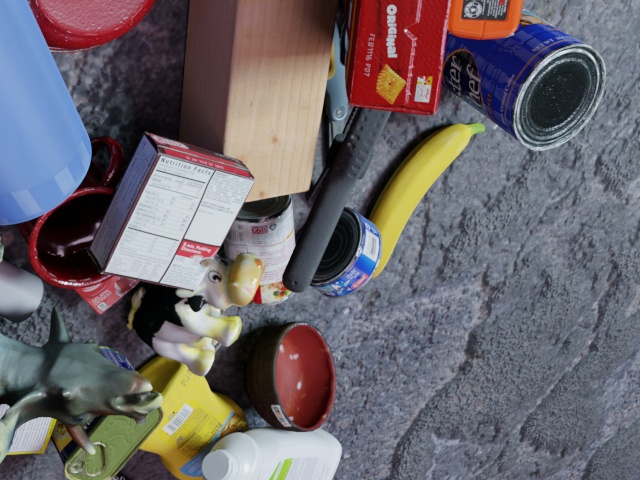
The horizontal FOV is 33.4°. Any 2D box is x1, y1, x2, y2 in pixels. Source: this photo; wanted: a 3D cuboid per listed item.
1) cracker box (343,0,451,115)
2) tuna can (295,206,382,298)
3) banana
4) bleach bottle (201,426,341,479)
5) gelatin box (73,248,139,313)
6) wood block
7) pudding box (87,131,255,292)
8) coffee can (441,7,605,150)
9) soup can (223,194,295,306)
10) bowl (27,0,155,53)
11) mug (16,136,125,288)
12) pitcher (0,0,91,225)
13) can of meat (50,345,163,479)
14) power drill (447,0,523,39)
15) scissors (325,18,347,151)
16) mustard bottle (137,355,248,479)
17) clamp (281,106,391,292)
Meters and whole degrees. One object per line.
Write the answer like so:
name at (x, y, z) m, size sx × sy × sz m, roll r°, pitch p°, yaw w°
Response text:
cracker box at (0.056, -0.210, 0.796) m, size 0.072 × 0.213 × 0.164 m, roll 4°, pitch 118°, yaw -1°
tuna can at (0.016, 0.010, 1.031) m, size 0.086 × 0.086 × 0.033 m, roll -50°, pitch 134°, yaw 7°
banana at (0.094, -0.046, 1.078) m, size 0.069 × 0.037 × 0.198 m, roll 30°, pitch 102°, yaw -43°
bleach bottle at (-0.054, 0.229, 1.085) m, size 0.102 × 0.068 × 0.250 m, roll -67°, pitch 158°, yaw -7°
gelatin box at (-0.183, 0.012, 0.931) m, size 0.089 × 0.030 × 0.073 m, roll -38°, pitch 136°, yaw -6°
wood block at (-0.052, -0.144, 0.864) m, size 0.090 × 0.091 × 0.206 m, roll -11°, pitch 127°, yaw -29°
pudding box at (-0.115, -0.020, 0.827) m, size 0.089 × 0.039 × 0.114 m, roll 15°, pitch 112°, yaw -37°
coffee can at (0.174, -0.159, 0.976) m, size 0.102 × 0.140 × 0.103 m, roll -19°, pitch 131°, yaw -23°
soup can at (-0.056, 0.001, 0.986) m, size 0.068 × 0.069 × 0.102 m, roll -21°, pitch 131°, yaw -21°
bowl at (-0.170, -0.200, 0.764) m, size 0.161 × 0.055 × 0.162 m, roll -18°, pitch 130°, yaw -23°
mug at (-0.194, -0.031, 0.853) m, size 0.093 × 0.082 × 0.117 m, roll 18°, pitch 110°, yaw -42°
pitcher at (-0.255, -0.124, 0.710) m, size 0.145 × 0.149 × 0.243 m, roll -38°, pitch 141°, yaw -16°
can of meat at (-0.205, 0.161, 0.987) m, size 0.102 × 0.084 × 0.057 m, roll -49°, pitch 136°, yaw 6°
power drill at (0.124, -0.258, 0.842) m, size 0.057 × 0.187 × 0.184 m, roll 1°, pitch 127°, yaw 1°
scissors at (0.029, -0.136, 0.981) m, size 0.096 × 0.016 × 0.201 m, roll -31°, pitch 135°, yaw -12°
mustard bottle at (-0.126, 0.194, 1.086) m, size 0.096 × 0.058 × 0.191 m, roll -48°, pitch 136°, yaw -9°
clamp at (0.021, -0.063, 0.915) m, size 0.036 × 0.164 × 0.210 m, roll 23°, pitch 127°, yaw -6°
